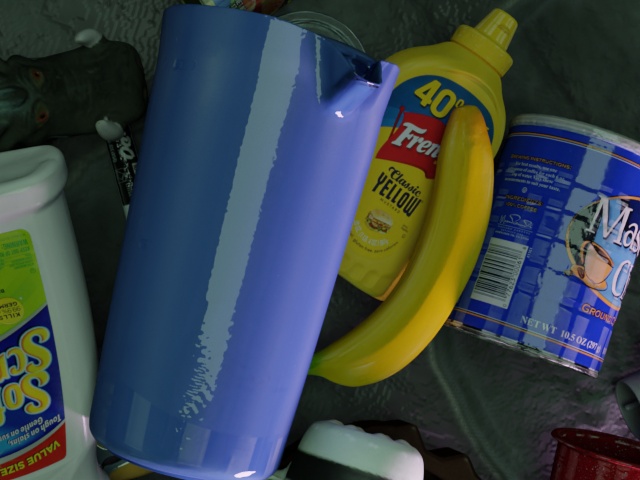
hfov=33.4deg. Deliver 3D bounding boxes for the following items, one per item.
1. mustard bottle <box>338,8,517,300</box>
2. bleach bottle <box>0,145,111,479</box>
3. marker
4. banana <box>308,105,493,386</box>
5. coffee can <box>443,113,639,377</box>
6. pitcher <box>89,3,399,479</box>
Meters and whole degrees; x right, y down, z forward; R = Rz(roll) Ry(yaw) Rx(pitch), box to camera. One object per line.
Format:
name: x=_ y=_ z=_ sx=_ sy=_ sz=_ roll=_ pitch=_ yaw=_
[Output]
mustard bottle: x=0.060 y=-0.062 z=0.670 sx=0.096 sy=0.058 sz=0.191 roll=34 pitch=94 yaw=-22
bleach bottle: x=-0.164 y=0.078 z=0.606 sx=0.102 sy=0.068 sz=0.251 roll=-11 pitch=114 yaw=0
marker: x=-0.129 y=-0.068 z=0.682 sx=0.020 sy=0.020 sz=0.121 roll=-15 pitch=91 yaw=-7
banana: x=0.057 y=0.016 z=0.641 sx=0.069 sy=0.037 sz=0.198 roll=32 pitch=95 yaw=-24
coffee can: x=0.147 y=0.004 z=0.674 sx=0.102 sy=0.103 sz=0.140 roll=20 pitch=87 yaw=-7
pitcher: x=-0.054 y=0.001 z=0.595 sx=0.145 sy=0.149 sz=0.243 roll=14 pitch=90 yaw=6
